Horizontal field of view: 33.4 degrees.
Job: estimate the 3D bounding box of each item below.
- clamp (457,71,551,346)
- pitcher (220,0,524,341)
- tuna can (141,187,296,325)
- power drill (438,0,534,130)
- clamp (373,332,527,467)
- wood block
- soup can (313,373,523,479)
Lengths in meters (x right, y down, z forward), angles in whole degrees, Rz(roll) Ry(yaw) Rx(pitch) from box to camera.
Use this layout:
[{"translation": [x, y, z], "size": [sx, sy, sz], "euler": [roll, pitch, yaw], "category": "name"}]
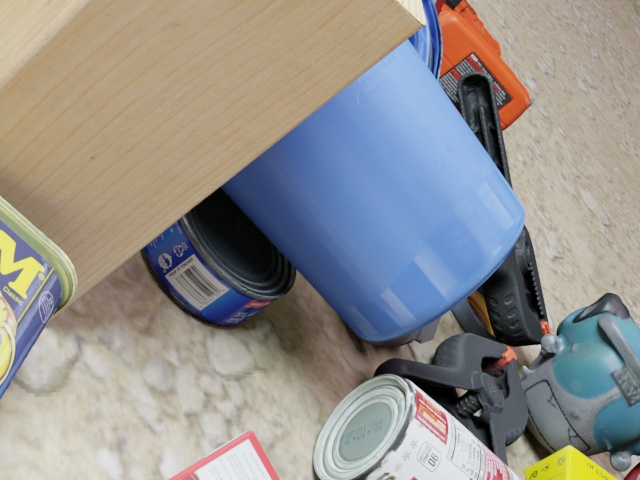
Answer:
[{"translation": [0.126, -0.002, 0.743], "size": [0.210, 0.036, 0.164], "euler": [57, 33, -47], "category": "clamp"}, {"translation": [-0.003, -0.078, 0.535], "size": [0.243, 0.149, 0.145], "euler": [50, 16, -9], "category": "pitcher"}, {"translation": [-0.054, 0.001, 0.553], "size": [0.086, 0.034, 0.086], "euler": [39, 30, -29], "category": "tuna can"}, {"translation": [0.087, -0.168, 0.817], "size": [0.184, 0.057, 0.187], "euler": [42, 22, -25], "category": "power drill"}, {"translation": [0.088, 0.097, 0.672], "size": [0.120, 0.039, 0.171], "euler": [56, 22, -9], "category": "clamp"}, {"translation": [-0.072, -0.069, 0.409], "size": [0.090, 0.206, 0.090], "euler": [37, 31, -31], "category": "wood block"}, {"translation": [0.054, 0.124, 0.549], "size": [0.102, 0.069, 0.068], "euler": [42, 29, -23], "category": "soup can"}]
